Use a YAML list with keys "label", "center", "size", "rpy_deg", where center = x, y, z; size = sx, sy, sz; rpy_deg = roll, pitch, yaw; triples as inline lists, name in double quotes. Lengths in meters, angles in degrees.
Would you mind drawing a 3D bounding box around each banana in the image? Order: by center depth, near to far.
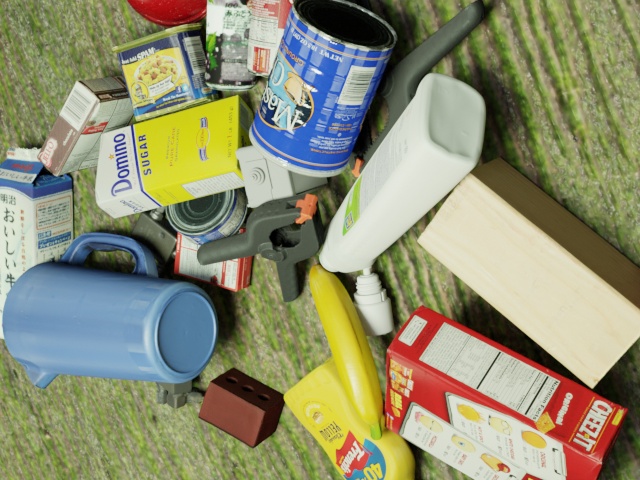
- label: "banana"
  center: [0.024, 0.105, 1.087]
  size: [0.070, 0.037, 0.198]
  rpy_deg: [114, 141, -63]

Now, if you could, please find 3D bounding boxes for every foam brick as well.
- label: "foam brick"
  center: [-0.088, 0.188, 1.207]
  size: [0.078, 0.052, 0.051]
  rpy_deg: [25, 113, 20]

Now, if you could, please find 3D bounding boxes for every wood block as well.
- label: "wood block"
  center: [0.205, 0.026, 0.986]
  size: [0.206, 0.090, 0.090]
  rpy_deg: [41, 118, 14]

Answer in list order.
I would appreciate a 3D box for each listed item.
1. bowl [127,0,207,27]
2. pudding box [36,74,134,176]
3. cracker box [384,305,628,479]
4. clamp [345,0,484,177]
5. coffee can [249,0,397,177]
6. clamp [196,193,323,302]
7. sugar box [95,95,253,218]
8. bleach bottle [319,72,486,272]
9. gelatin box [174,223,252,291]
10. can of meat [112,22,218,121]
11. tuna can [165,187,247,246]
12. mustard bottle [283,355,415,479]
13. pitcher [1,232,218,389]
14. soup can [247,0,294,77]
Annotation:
- label: "bowl"
  center: [-0.173, -0.307, 1.130]
  size: [0.162, 0.055, 0.162]
  rpy_deg: [7, 104, 28]
- label: "pudding box"
  center: [-0.258, -0.130, 1.201]
  size: [0.039, 0.089, 0.114]
  rpy_deg: [43, 118, 11]
- label: "cracker box"
  center: [0.168, 0.168, 1.013]
  size: [0.214, 0.072, 0.164]
  rpy_deg: [26, 149, 20]
- label: "clamp"
  center: [0.073, -0.159, 1.041]
  size: [0.165, 0.036, 0.210]
  rpy_deg: [20, 112, 33]
- label: "coffee can"
  center: [0.001, -0.146, 1.011]
  size: [0.103, 0.102, 0.140]
  rpy_deg: [33, 124, 18]
- label: "clamp"
  center: [-0.057, 0.001, 1.097]
  size: [0.120, 0.039, 0.172]
  rpy_deg: [15, 142, -12]
- label: "sugar box"
  center: [-0.157, -0.089, 1.146]
  size: [0.176, 0.048, 0.093]
  rpy_deg: [-12, 61, 19]
- label: "bleach bottle"
  center: [0.065, -0.047, 1.032]
  size: [0.068, 0.102, 0.251]
  rpy_deg: [22, 143, -15]
- label: "gelatin box"
  center: [-0.118, 0.010, 1.193]
  size: [0.089, 0.030, 0.073]
  rpy_deg: [14, 107, 25]
- label: "can of meat"
  center: [-0.166, -0.182, 1.158]
  size: [0.102, 0.057, 0.084]
  rpy_deg: [-11, 98, 30]
- label: "tuna can"
  center: [-0.124, -0.039, 1.159]
  size: [0.086, 0.033, 0.086]
  rpy_deg: [-8, 67, 19]
- label: "mustard bottle"
  center: [0.046, 0.219, 1.137]
  size: [0.191, 0.058, 0.096]
  rpy_deg: [52, 136, 7]
- label: "pitcher"
  center: [-0.231, 0.084, 1.195]
  size: [0.243, 0.144, 0.149]
  rpy_deg: [1, 115, 39]
- label: "soup can"
  center: [-0.037, -0.217, 1.072]
  size: [0.069, 0.068, 0.102]
  rpy_deg: [14, 109, 25]
